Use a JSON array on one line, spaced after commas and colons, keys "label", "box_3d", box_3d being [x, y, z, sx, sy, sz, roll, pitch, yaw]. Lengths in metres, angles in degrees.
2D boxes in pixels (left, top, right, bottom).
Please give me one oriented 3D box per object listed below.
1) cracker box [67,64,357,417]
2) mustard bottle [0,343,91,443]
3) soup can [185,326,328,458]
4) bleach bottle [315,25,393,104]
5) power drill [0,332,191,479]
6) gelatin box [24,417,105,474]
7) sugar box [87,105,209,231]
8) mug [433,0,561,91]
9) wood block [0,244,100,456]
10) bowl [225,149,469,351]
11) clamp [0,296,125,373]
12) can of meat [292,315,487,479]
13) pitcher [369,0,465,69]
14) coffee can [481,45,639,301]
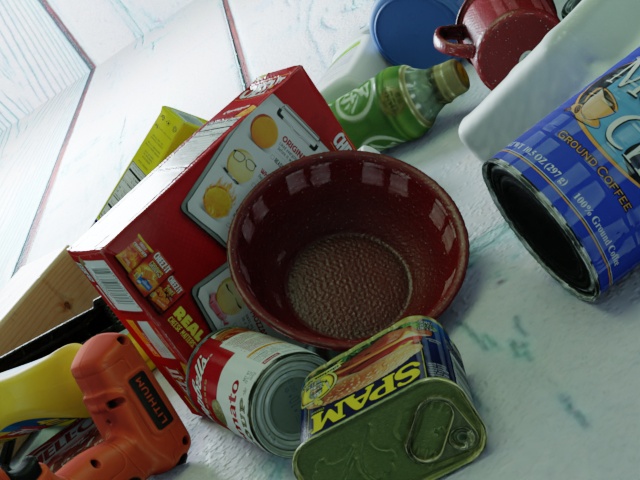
[{"label": "cracker box", "box_3d": [-0.055, 0.001, 0.787, 0.213, 0.164, 0.072, -47, 26, -27]}, {"label": "mustard bottle", "box_3d": [-0.224, 0.121, 0.819, 0.192, 0.058, 0.096, -20, -10, 17]}, {"label": "soup can", "box_3d": [-0.037, 0.096, 0.689, 0.068, 0.068, 0.102, -43, 23, -19]}, {"label": "bleach bottle", "box_3d": [0.043, -0.182, 1.169, 0.103, 0.068, 0.250, -32, 18, 30]}, {"label": "power drill", "box_3d": [-0.179, 0.138, 0.680, 0.057, 0.184, 0.187, -17, 18, 39]}, {"label": "gelatin box", "box_3d": [-0.185, 0.166, 0.817, 0.089, 0.030, 0.073, -35, 21, -2]}, {"label": "sugar box", "box_3d": [-0.153, -0.038, 1.031, 0.048, 0.093, 0.176, 42, 107, 39]}, {"label": "mug", "box_3d": [0.157, -0.174, 0.928, 0.117, 0.093, 0.081, 2, 30, -3]}, {"label": "wood block", "box_3d": [-0.286, 0.110, 1.001, 0.090, 0.090, 0.205, -23, 24, 38]}, {"label": "bowl", "box_3d": [0.019, 0.016, 0.729, 0.162, 0.055, 0.162, -1, 55, 1]}, {"label": "clamp", "box_3d": [-0.173, 0.058, 0.925, 0.165, 0.036, 0.209, -29, 0, 33]}, {"label": "can of meat", "box_3d": [0.036, 0.096, 0.598, 0.102, 0.057, 0.084, -30, 19, 11]}, {"label": "pitcher", "box_3d": [0.130, -0.288, 1.173, 0.149, 0.145, 0.242, -40, 15, 45]}, {"label": "coffee can", "box_3d": [0.180, -0.047, 0.618, 0.140, 0.102, 0.103, -37, 21, -4]}]
